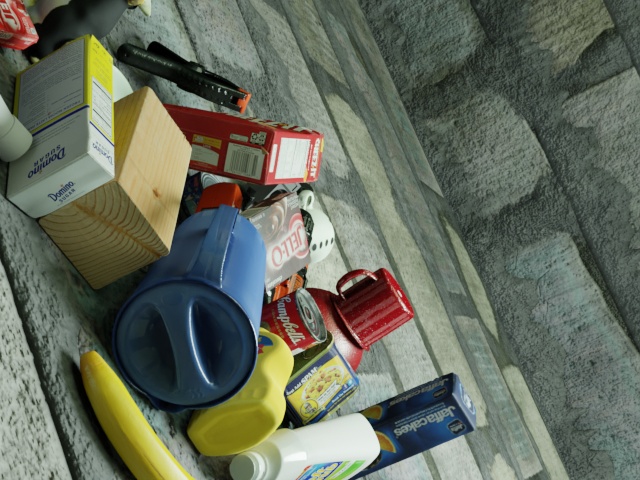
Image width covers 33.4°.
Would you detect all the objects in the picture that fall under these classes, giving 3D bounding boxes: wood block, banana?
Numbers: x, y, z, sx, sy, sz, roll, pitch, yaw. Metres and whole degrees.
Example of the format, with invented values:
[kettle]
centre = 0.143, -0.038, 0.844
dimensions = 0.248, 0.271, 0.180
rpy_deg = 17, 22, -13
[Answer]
[wood block]
centre = -0.196, -0.058, 1.059
dimensions = 0.090, 0.090, 0.206
rpy_deg = 57, 17, -27
[banana]
centre = -0.151, 0.182, 0.931
dimensions = 0.197, 0.037, 0.070
rpy_deg = 57, -1, -27

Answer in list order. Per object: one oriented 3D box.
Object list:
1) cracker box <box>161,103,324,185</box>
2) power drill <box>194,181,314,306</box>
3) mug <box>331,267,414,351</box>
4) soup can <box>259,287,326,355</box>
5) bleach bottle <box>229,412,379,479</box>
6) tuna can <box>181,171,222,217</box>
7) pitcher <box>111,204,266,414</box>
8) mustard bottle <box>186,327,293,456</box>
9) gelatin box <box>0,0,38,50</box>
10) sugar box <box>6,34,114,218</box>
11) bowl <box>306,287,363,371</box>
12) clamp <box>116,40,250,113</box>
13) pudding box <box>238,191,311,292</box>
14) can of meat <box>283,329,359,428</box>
[cracker box]
centre = -0.103, -0.119, 1.314
dimensions = 0.213, 0.164, 0.072
rpy_deg = -16, 118, -73
[power drill]
centre = -0.077, 0.008, 1.298
dimensions = 0.187, 0.057, 0.184
rpy_deg = 43, 51, -44
[mug]
centre = 0.067, 0.082, 1.444
dimensions = 0.117, 0.081, 0.093
rpy_deg = 52, 10, -30
[soup can]
centre = -0.053, 0.106, 1.236
dimensions = 0.068, 0.102, 0.068
rpy_deg = 55, 18, -28
[bleach bottle]
centre = -0.028, 0.237, 1.155
dimensions = 0.068, 0.103, 0.250
rpy_deg = 60, 20, 18
[tuna can]
centre = -0.138, -0.045, 1.327
dimensions = 0.086, 0.034, 0.086
rpy_deg = 56, 18, -28
[pitcher]
centre = -0.114, 0.046, 1.069
dimensions = 0.145, 0.149, 0.242
rpy_deg = 59, 13, -17
[mustard bottle]
centre = -0.076, 0.144, 1.113
dimensions = 0.058, 0.096, 0.191
rpy_deg = 58, 17, -18
[gelatin box]
centre = -0.321, -0.234, 1.043
dimensions = 0.089, 0.030, 0.073
rpy_deg = 65, 16, 5
[sugar box]
centre = -0.239, -0.108, 0.993
dimensions = 0.048, 0.093, 0.176
rpy_deg = 47, 24, -45
[bowl]
centre = 0.013, 0.122, 1.471
dimensions = 0.162, 0.055, 0.162
rpy_deg = 55, 9, -13
[clamp]
centre = -0.169, -0.213, 1.364
dimensions = 0.171, 0.039, 0.120
rpy_deg = 27, 22, -4
[pudding box]
centre = -0.058, 0.001, 1.241
dimensions = 0.113, 0.039, 0.090
rpy_deg = -33, 113, -54
[can of meat]
centre = -0.012, 0.167, 1.278
dimensions = 0.084, 0.102, 0.058
rpy_deg = 58, -13, -29
